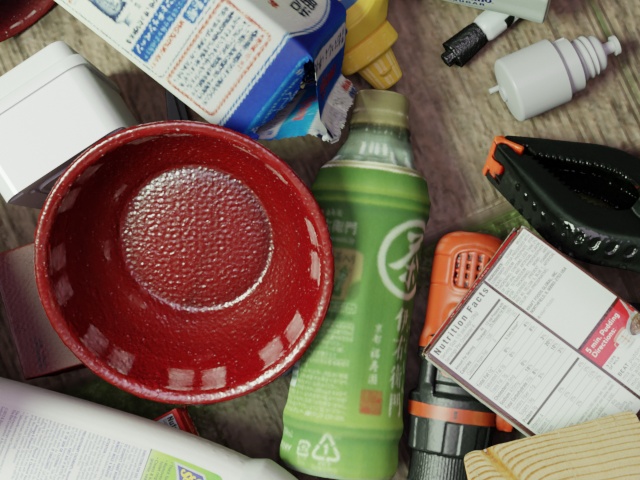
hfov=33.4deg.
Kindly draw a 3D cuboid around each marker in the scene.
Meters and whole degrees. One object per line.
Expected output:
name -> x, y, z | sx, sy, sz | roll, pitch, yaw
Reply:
marker -> 0.122, -0.148, 0.651 | 0.121, 0.020, 0.020 | -39, 86, 0

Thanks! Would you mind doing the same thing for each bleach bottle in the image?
bleach bottle -> -0.106, 0.150, 0.588 | 0.251, 0.068, 0.102 | 16, 80, 6

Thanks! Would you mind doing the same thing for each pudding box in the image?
pudding box -> 0.125, 0.060, 0.575 | 0.113, 0.039, 0.090 | 38, 89, 10

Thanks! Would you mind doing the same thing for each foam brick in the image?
foam brick -> -0.154, 0.039, 0.636 | 0.053, 0.051, 0.078 | -15, 86, 2

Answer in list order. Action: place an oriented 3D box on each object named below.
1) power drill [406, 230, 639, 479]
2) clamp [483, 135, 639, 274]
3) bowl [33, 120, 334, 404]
power drill -> 0.145, 0.095, 0.616 | 0.187, 0.057, 0.184 | 7, 87, 3
clamp -> 0.188, -0.001, 0.596 | 0.210, 0.164, 0.036 | 21, 132, 10
bowl -> -0.073, 0.007, 0.593 | 0.162, 0.055, 0.162 | 0, 108, 1
